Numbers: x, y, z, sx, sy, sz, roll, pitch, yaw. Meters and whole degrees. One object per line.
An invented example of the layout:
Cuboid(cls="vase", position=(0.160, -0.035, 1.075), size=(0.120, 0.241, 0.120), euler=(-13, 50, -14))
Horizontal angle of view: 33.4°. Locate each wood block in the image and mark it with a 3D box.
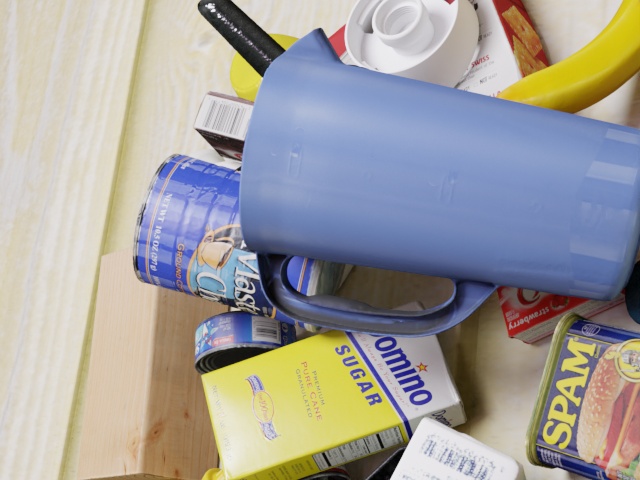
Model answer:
Cuboid(cls="wood block", position=(-0.146, 0.114, 0.957), size=(0.091, 0.090, 0.206), euler=(-15, 64, 39))

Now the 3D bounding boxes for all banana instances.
Cuboid(cls="banana", position=(0.194, -0.140, 0.732), size=(0.069, 0.037, 0.197), euler=(36, 72, 4))

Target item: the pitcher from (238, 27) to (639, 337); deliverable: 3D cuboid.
Cuboid(cls="pitcher", position=(0.075, -0.026, 0.676), size=(0.243, 0.149, 0.145), euler=(11, 51, 11))

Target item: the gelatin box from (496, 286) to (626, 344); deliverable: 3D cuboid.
Cuboid(cls="gelatin box", position=(0.164, 0.021, 0.740), size=(0.089, 0.030, 0.073), euler=(-30, 55, 32))

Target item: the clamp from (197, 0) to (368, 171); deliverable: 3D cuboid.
Cuboid(cls="clamp", position=(-0.006, -0.082, 0.799), size=(0.210, 0.036, 0.165), euler=(22, 128, 23))

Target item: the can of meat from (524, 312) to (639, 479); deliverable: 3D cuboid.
Cuboid(cls="can of meat", position=(0.186, 0.104, 0.667), size=(0.084, 0.057, 0.102), euler=(12, 83, 43))

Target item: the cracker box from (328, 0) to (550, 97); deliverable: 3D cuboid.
Cuboid(cls="cracker box", position=(0.095, -0.106, 0.829), size=(0.164, 0.072, 0.214), euler=(-34, 52, 29))

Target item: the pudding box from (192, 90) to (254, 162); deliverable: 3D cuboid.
Cuboid(cls="pudding box", position=(-0.041, -0.085, 0.905), size=(0.113, 0.090, 0.039), euler=(18, 82, 13))

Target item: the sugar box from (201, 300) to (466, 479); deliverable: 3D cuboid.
Cuboid(cls="sugar box", position=(0.008, 0.115, 0.783), size=(0.176, 0.048, 0.093), euler=(-21, 55, 3))

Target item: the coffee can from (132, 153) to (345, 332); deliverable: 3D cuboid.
Cuboid(cls="coffee can", position=(-0.055, 0.001, 0.800), size=(0.140, 0.102, 0.103), euler=(15, 83, 10))

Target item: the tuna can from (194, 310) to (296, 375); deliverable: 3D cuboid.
Cuboid(cls="tuna can", position=(-0.062, 0.089, 0.889), size=(0.086, 0.086, 0.034), euler=(-24, 57, 35))
